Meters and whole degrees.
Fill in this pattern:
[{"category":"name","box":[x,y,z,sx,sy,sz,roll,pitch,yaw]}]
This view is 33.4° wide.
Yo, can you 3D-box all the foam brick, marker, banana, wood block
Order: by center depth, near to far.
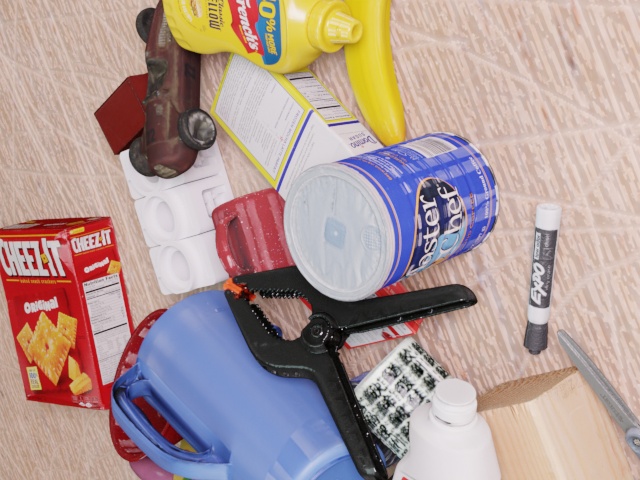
[{"category":"wood block","box":[0.185,0.210,0.812,0.091,0.090,0.206,-22,88,45]},{"category":"marker","box":[0.169,0.031,0.814,0.020,0.020,0.121,18,116,39]},{"category":"banana","box":[0.048,-0.173,0.847,0.070,0.037,0.198,26,121,36]},{"category":"foam brick","box":[-0.181,-0.128,1.070,0.078,0.052,0.051,-33,80,44]}]

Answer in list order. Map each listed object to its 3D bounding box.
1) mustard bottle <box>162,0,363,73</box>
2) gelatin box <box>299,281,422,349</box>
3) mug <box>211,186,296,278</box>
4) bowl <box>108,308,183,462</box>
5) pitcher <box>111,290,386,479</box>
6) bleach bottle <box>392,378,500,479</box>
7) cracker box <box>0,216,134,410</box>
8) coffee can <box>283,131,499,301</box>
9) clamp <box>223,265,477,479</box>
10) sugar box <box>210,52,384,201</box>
[{"category":"mustard bottle","box":[-0.045,-0.186,0.864,0.192,0.058,0.096,21,126,35]},{"category":"gelatin box","box":[0.036,0.054,0.921,0.089,0.030,0.073,-19,122,46]},{"category":"mug","box":[-0.056,0.001,0.955,0.093,0.117,0.081,-20,85,33]},{"category":"bowl","box":[-0.161,0.155,1.120,0.162,0.055,0.162,-32,48,45]},{"category":"pitcher","box":[-0.062,0.159,0.934,0.149,0.144,0.243,-51,45,-1]},{"category":"bleach bottle","box":[0.086,0.206,0.803,0.103,0.068,0.251,40,139,46]},{"category":"cracker box","box":[-0.296,0.084,1.241,0.164,0.071,0.214,-1,103,43]},{"category":"coffee can","box":[0.056,-0.022,0.818,0.103,0.140,0.103,17,115,39]},{"category":"clamp","box":[0.013,0.069,0.853,0.210,0.036,0.164,33,87,31]},{"category":"sugar box","box":[-0.022,-0.094,0.926,0.176,0.048,0.093,48,133,26]}]
